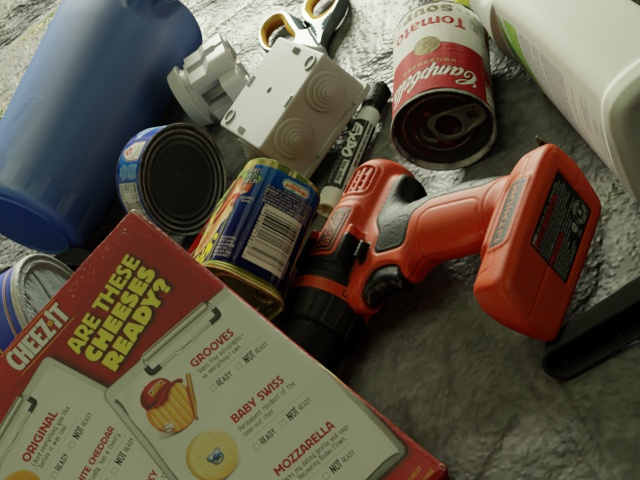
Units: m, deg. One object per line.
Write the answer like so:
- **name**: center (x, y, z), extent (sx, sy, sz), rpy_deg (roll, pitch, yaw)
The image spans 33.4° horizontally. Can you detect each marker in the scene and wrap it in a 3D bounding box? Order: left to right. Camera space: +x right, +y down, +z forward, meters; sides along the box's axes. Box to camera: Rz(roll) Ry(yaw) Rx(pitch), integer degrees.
- **marker**: center (0.025, -0.069, 0.771), extent (0.020, 0.020, 0.121), rpy_deg (-4, 51, 40)

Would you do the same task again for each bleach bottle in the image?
- **bleach bottle**: center (0.147, -0.123, 0.639), extent (0.068, 0.102, 0.251), rpy_deg (-31, 41, 2)

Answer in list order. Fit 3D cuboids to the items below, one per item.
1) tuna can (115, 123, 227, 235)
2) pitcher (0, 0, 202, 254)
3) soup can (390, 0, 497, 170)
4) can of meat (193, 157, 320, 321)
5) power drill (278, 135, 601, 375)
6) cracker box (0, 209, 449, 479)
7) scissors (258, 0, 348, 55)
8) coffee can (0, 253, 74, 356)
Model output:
- **tuna can**: center (-0.114, -0.046, 0.820), extent (0.034, 0.086, 0.086), rpy_deg (-1, 53, 44)
- **pitcher**: center (-0.212, -0.109, 0.951), extent (0.145, 0.149, 0.242), rpy_deg (8, 61, 28)
- **soup can**: center (0.082, -0.105, 0.717), extent (0.069, 0.068, 0.102), rpy_deg (-22, 41, 25)
- **can of meat**: center (-0.047, 0.008, 0.667), extent (0.102, 0.057, 0.084), rpy_deg (-43, 22, 59)
- **power drill**: center (0.054, 0.020, 0.607), extent (0.188, 0.057, 0.184), rpy_deg (-8, 49, 48)
- **cracker box**: center (-0.067, 0.114, 0.548), extent (0.214, 0.072, 0.164), rpy_deg (38, 80, 18)
- **scissors**: center (0.009, -0.165, 0.884), extent (0.096, 0.016, 0.202), rpy_deg (-44, 37, -2)
- **coffee can**: center (-0.240, 0.088, 0.786), extent (0.140, 0.102, 0.103), rpy_deg (-30, 38, 16)
